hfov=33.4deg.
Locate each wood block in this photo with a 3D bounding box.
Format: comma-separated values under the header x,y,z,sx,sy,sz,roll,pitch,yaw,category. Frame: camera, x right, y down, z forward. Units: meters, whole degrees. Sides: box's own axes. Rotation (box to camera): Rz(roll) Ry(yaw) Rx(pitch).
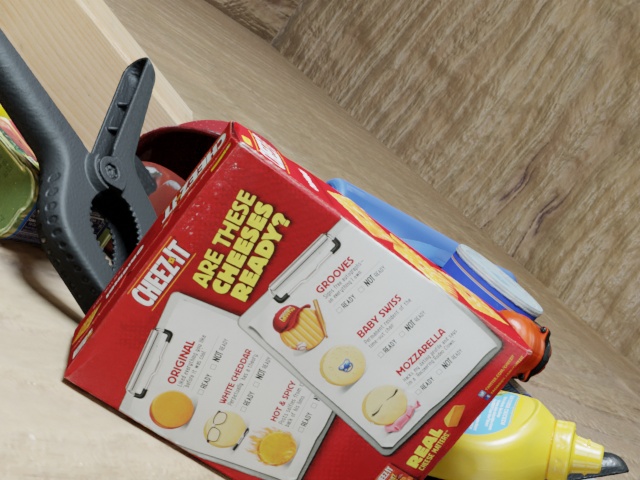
x,y,z,sx,sy,sz,roll,pitch,yaw,category
-0.205,-0.149,0.899,0.206,0.091,0.090,51,9,-25,wood block

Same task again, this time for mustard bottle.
x,y,z,sx,sy,sz,roll,pitch,yaw,category
0.095,0.129,0.728,0.192,0.058,0.096,9,15,16,mustard bottle

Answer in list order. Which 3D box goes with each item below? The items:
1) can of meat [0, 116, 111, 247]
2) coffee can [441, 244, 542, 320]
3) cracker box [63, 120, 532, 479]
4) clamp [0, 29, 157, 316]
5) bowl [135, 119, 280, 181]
x,y,z,sx,sy,sz,roll,pitch,yaw,category
-0.196,-0.038,0.717,0.102,0.057,0.083,44,14,28,can of meat
0.131,0.089,1.036,0.102,0.140,0.103,37,11,-8,coffee can
-0.012,0.059,0.622,0.213,0.164,0.072,35,10,-17,cracker box
-0.141,-0.043,0.682,0.164,0.036,0.210,-7,77,-59,clamp
-0.073,-0.040,0.851,0.162,0.162,0.055,37,50,-7,bowl
